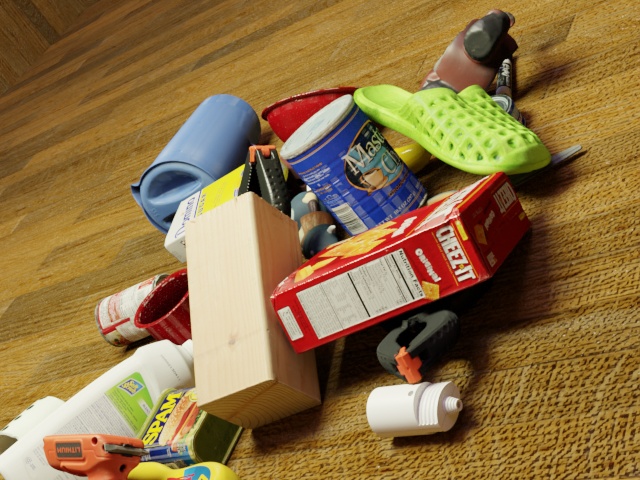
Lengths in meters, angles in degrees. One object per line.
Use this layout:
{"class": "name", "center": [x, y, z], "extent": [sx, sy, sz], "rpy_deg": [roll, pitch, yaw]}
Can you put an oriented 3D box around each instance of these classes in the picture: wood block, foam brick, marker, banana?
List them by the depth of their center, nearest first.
{"class": "wood block", "center": [-0.070, 0.070, 1.066], "extent": [0.091, 0.090, 0.206], "rpy_deg": [-24, 56, 25]}
{"class": "marker", "center": [0.228, -0.205, 1.323], "extent": [0.020, 0.020, 0.121], "rpy_deg": [-25, 28, 26]}
{"class": "banana", "center": [0.083, -0.106, 1.327], "extent": [0.069, 0.037, 0.198], "rpy_deg": [-42, 24, -21]}
{"class": "foam brick", "center": [-0.018, -0.091, 1.413], "extent": [0.078, 0.053, 0.051], "rpy_deg": [-17, 32, 38]}

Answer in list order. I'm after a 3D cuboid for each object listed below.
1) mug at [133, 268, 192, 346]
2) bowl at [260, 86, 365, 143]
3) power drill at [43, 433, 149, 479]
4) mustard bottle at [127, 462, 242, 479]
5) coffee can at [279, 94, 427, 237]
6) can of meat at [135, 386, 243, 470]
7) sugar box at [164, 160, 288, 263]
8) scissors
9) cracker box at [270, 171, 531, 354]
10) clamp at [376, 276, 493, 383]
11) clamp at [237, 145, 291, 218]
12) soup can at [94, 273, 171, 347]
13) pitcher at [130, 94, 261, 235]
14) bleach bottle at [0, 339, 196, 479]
{"class": "mug", "center": [-0.161, 0.091, 1.255], "extent": [0.093, 0.081, 0.117], "rpy_deg": [-44, 25, -8]}
{"class": "bowl", "center": [0.003, -0.158, 1.443], "extent": [0.162, 0.055, 0.162], "rpy_deg": [-10, -6, -1]}
{"class": "power drill", "center": [-0.224, 0.273, 0.971], "extent": [0.185, 0.057, 0.187], "rpy_deg": [-11, 70, 39]}
{"class": "mustard bottle", "center": [-0.117, 0.248, 0.961], "extent": [0.192, 0.058, 0.096], "rpy_deg": [-12, 45, 42]}
{"class": "coffee can", "center": [0.038, -0.077, 1.194], "extent": [0.103, 0.140, 0.103], "rpy_deg": [-37, 16, 12]}
{"class": "can of meat", "center": [-0.130, 0.193, 1.076], "extent": [0.084, 0.057, 0.102], "rpy_deg": [-15, 33, 36]}
{"class": "sugar box", "center": [-0.125, -0.043, 1.395], "extent": [0.177, 0.048, 0.093], "rpy_deg": [-25, 33, 33]}
{"class": "scissors", "center": [0.177, -0.055, 1.140], "extent": [0.202, 0.016, 0.096], "rpy_deg": [-36, 25, 4]}
{"class": "cracker box", "center": [0.077, 0.018, 1.024], "extent": [0.214, 0.072, 0.164], "rpy_deg": [-25, 6, 28]}
{"class": "clamp", "center": [0.086, 0.082, 0.969], "extent": [0.120, 0.039, 0.171], "rpy_deg": [-32, 5, 32]}
{"class": "clamp", "center": [-0.058, 0.001, 1.188], "extent": [0.036, 0.210, 0.165], "rpy_deg": [-5, 15, -32]}
{"class": "soup can", "center": [-0.229, 0.089, 1.367], "extent": [0.102, 0.068, 0.068], "rpy_deg": [-23, 29, 27]}
{"class": "pitcher", "center": [-0.157, -0.116, 1.572], "extent": [0.145, 0.149, 0.242], "rpy_deg": [-40, 17, 33]}
{"class": "bleach bottle", "center": [-0.221, 0.198, 1.160], "extent": [0.250, 0.102, 0.068], "rpy_deg": [-37, 9, -18]}
